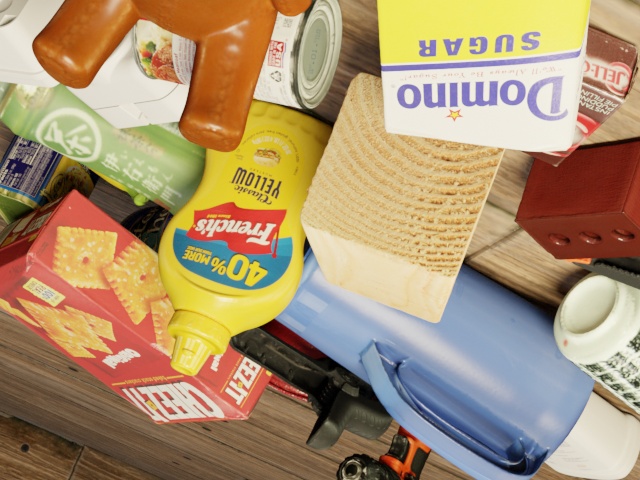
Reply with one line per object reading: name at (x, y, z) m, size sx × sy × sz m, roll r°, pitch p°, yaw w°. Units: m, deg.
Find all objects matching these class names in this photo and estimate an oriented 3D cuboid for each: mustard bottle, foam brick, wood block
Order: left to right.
mustard bottle at (-0.055, 0.001, 0.714) m, size 0.096 × 0.191 × 0.058 m, roll 20°, pitch 158°, yaw 6°
wood block at (0.051, -0.017, 0.654) m, size 0.090 × 0.091 × 0.206 m, roll 20°, pitch 172°, yaw 7°
foam brick at (0.168, -0.023, 0.640) m, size 0.078 × 0.051 × 0.053 m, roll -5°, pitch 146°, yaw 48°

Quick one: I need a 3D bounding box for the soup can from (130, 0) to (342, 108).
soup can at (-0.046, -0.116, 0.605) m, size 0.102 × 0.068 × 0.068 m, roll 14°, pitch 157°, yaw 18°

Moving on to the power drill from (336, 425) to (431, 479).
power drill at (0.078, 0.178, 1.003) m, size 0.057 × 0.187 × 0.184 m, roll 12°, pitch 157°, yaw 25°

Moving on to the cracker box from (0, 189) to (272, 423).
cracker box at (-0.161, 0.063, 0.855) m, size 0.213 × 0.072 × 0.164 m, roll 42°, pitch 151°, yaw -21°

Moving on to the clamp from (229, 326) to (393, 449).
clamp at (0.001, 0.111, 0.821) m, size 0.120 × 0.039 × 0.171 m, roll 51°, pitch -167°, yaw 23°

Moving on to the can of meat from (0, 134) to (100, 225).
can of meat at (-0.232, -0.051, 0.905) m, size 0.057 × 0.084 × 0.102 m, roll 17°, pitch 158°, yaw 13°

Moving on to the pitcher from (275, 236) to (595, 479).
pitcher at (0.081, 0.077, 0.821) m, size 0.242 × 0.145 × 0.149 m, roll 32°, pitch 172°, yaw -10°

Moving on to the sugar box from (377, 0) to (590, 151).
sugar box at (0.071, -0.117, 0.462) m, size 0.093 × 0.048 × 0.176 m, roll 8°, pitch 138°, yaw 15°
